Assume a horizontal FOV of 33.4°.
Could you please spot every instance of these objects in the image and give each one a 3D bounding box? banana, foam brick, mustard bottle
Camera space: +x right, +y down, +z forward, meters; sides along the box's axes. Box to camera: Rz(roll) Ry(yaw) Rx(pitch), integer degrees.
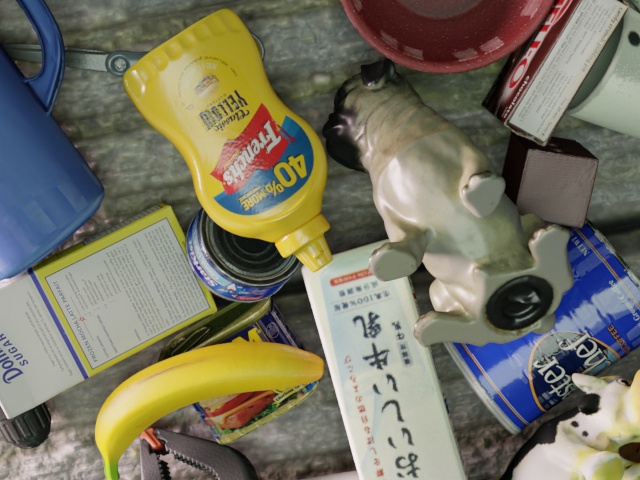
[{"bbox_3d":[-0.096,0.113,0.793,0.198,0.037,0.069,-27,126,15],"label":"banana"},{"bbox_3d":[0.166,-0.047,0.787,0.053,0.078,0.051,10,106,-3],"label":"foam brick"},{"bbox_3d":[-0.051,-0.061,0.760,0.096,0.058,0.191,-34,92,-7],"label":"mustard bottle"}]

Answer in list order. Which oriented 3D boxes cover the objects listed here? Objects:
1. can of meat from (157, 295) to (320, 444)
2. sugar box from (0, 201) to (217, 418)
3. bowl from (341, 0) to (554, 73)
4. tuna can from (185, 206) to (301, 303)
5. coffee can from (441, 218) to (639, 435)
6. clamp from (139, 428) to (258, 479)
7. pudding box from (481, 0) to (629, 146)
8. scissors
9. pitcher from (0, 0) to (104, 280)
[{"bbox_3d":[-0.062,0.099,0.836,0.102,0.057,0.084,-30,105,8],"label":"can of meat"},{"bbox_3d":[-0.175,0.050,0.804,0.176,0.048,0.093,-26,103,-11],"label":"sugar box"},{"bbox_3d":[0.089,-0.202,0.758,0.162,0.055,0.162,0,104,0],"label":"bowl"},{"bbox_3d":[-0.055,0.001,0.797,0.086,0.034,0.086,9,64,-20],"label":"tuna can"},{"bbox_3d":[0.173,0.064,0.803,0.140,0.103,0.103,-37,102,9],"label":"coffee can"},{"bbox_3d":[-0.078,0.230,0.818,0.210,0.036,0.164,37,73,25],"label":"clamp"},{"bbox_3d":[0.164,-0.130,0.759,0.039,0.090,0.113,26,103,-8],"label":"pudding box"},{"bbox_3d":[-0.139,-0.114,0.801,0.202,0.016,0.096,-8,104,2],"label":"scissors"},{"bbox_3d":[-0.257,-0.100,0.752,0.149,0.144,0.242,-22,111,43],"label":"pitcher"}]
